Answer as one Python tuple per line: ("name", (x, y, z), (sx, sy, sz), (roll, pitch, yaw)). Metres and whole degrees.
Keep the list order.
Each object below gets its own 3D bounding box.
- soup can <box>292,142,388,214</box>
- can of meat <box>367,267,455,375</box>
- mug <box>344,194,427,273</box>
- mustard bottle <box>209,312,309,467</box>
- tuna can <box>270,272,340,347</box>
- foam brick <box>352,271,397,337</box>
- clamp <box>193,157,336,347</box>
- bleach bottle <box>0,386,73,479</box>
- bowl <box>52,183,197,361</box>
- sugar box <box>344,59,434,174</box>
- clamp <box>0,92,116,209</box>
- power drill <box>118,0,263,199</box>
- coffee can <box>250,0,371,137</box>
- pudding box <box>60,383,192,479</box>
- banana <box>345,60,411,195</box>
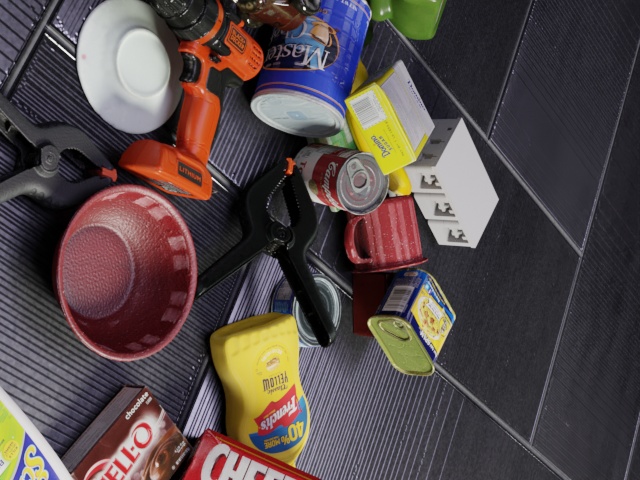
("soup can", (0.019, -0.070, 1.182), (0.068, 0.102, 0.068), (-8, 105, -31))
("can of meat", (0.109, 0.094, 1.251), (0.102, 0.058, 0.083), (58, 47, -33))
("mug", (0.067, -0.007, 1.261), (0.117, 0.093, 0.081), (-13, 95, -46))
("mustard bottle", (-0.058, 0.179, 1.136), (0.096, 0.058, 0.191), (-17, 103, -40))
("tuna can", (-0.015, 0.078, 1.205), (0.085, 0.034, 0.086), (1, 89, -49))
("foam brick", (0.075, 0.077, 1.296), (0.052, 0.051, 0.078), (0, 90, -50))
("clamp", (-0.057, 0.001, 1.128), (0.164, 0.036, 0.210), (15, 58, -25))
("bleach bottle", (-0.252, 0.215, 0.912), (0.102, 0.068, 0.250), (-57, 131, -31))
("bowl", (-0.191, 0.029, 0.987), (0.161, 0.055, 0.162), (1, 89, -49))
("sugar box", (0.079, -0.140, 1.182), (0.093, 0.048, 0.176), (62, 17, -9))
("clamp", (-0.252, -0.080, 0.933), (0.171, 0.039, 0.120), (-3, 96, -55))
("power drill", (-0.130, -0.145, 1.024), (0.184, 0.057, 0.187), (32, 73, -59))
("coffee can", (-0.009, -0.197, 1.163), (0.102, 0.103, 0.140), (32, 66, -44))
("pudding box", (-0.185, 0.206, 1.005), (0.113, 0.039, 0.090), (-53, 126, -35))
("banana", (0.065, -0.132, 1.273), (0.069, 0.037, 0.198), (-39, 118, -42))
